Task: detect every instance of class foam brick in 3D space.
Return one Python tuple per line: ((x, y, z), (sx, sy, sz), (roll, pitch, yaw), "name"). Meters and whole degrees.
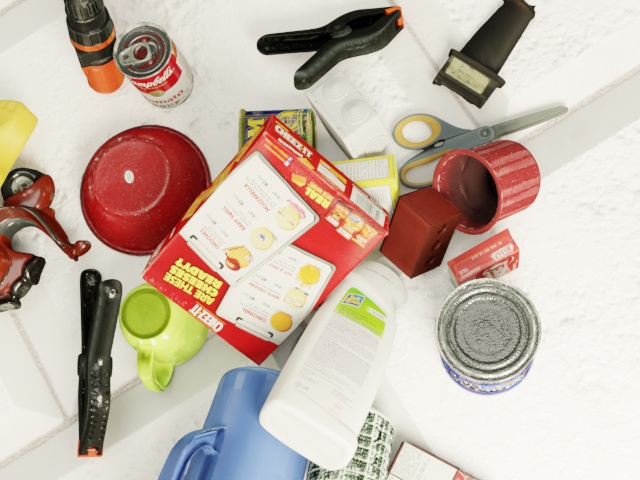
((0.107, -0.009, 1.141), (0.052, 0.078, 0.051), (-21, 51, -38), "foam brick")

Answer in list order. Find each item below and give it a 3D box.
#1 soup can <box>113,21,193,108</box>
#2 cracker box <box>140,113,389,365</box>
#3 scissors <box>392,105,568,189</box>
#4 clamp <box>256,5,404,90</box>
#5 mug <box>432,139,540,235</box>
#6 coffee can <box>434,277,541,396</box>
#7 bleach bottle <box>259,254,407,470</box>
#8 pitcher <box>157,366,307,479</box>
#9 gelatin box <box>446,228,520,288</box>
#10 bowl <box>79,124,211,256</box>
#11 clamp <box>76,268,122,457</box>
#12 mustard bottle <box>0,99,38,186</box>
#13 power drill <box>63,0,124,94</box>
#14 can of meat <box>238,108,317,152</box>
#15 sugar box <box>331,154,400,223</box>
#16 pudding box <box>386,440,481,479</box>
((-0.191, -0.201, 1.237), (0.068, 0.102, 0.068), (-2, 77, 8), "soup can")
((-0.057, 0.001, 1.117), (0.164, 0.072, 0.214), (39, 113, -11), "cracker box")
((0.169, -0.131, 1.208), (0.202, 0.016, 0.096), (-32, 74, 0), "scissors")
((0.013, -0.232, 1.229), (0.171, 0.039, 0.120), (-27, 47, -22), "clamp")
((0.173, -0.059, 1.150), (0.081, 0.117, 0.093), (-21, 96, -40), "mug")
((0.170, 0.101, 1.089), (0.103, 0.140, 0.103), (-2, 76, 8), "coffee can")
((0.035, 0.108, 1.101), (0.102, 0.068, 0.250), (32, 50, 1), "bleach bottle")
((-0.086, 0.249, 1.068), (0.145, 0.149, 0.242), (15, 60, 1), "pitcher")
((0.174, 0.026, 1.132), (0.073, 0.089, 0.030), (-29, 74, 1), "gelatin box")
((-0.210, -0.066, 1.233), (0.162, 0.055, 0.162), (-2, 76, 9), "bowl")
((-0.243, 0.131, 1.157), (0.036, 0.165, 0.210), (3, 85, -19), "clamp")
((-0.400, -0.074, 1.223), (0.096, 0.058, 0.191), (-7, 49, 33), "mustard bottle")
((-0.283, -0.287, 1.240), (0.057, 0.184, 0.188), (-17, 65, -10), "power drill")
((-0.048, -0.099, 1.215), (0.084, 0.057, 0.102), (-1, 77, 6), "can of meat")
((0.000, -0.040, 1.172), (0.176, 0.093, 0.048), (-4, 47, 9), "sugar box")
((0.117, 0.273, 1.111), (0.113, 0.039, 0.090), (26, 84, 16), "pudding box")
